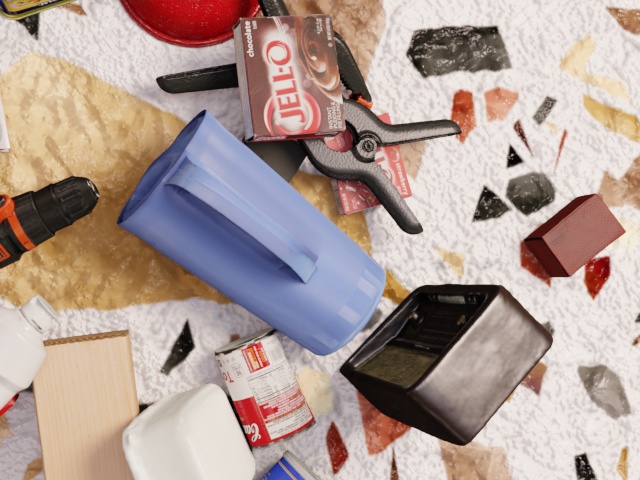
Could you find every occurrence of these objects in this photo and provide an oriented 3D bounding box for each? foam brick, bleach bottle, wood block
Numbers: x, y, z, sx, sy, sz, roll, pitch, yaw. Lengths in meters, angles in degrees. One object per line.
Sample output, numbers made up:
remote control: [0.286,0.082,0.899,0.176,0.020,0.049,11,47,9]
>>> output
foam brick: [0.261,-0.005,1.098,0.078,0.051,0.053,-37,94,-8]
bleach bottle: [-0.336,0.132,0.917,0.251,0.068,0.102,-41,97,-5]
wood block: [-0.212,0.193,1.001,0.090,0.090,0.206,-7,91,-9]

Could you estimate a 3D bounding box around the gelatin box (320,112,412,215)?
gelatin box: [0.045,-0.077,1.076,0.073,0.030,0.089,-16,92,-9]

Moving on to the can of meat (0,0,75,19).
can of meat: [-0.266,-0.254,1.004,0.102,0.084,0.057,-20,92,-9]

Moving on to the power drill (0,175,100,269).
power drill: [-0.312,-0.048,0.951,0.184,0.187,0.057,-27,49,-1]

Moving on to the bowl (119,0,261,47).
bowl: [-0.124,-0.273,1.041,0.162,0.055,0.162,0,88,-9]

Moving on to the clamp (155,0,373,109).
clamp: [-0.045,-0.171,1.039,0.209,0.036,0.164,34,98,-24]

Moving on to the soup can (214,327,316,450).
soup can: [-0.054,0.143,1.037,0.068,0.068,0.102,-22,92,-9]

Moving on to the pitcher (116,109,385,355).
pitcher: [-0.057,0.001,0.993,0.242,0.149,0.145,38,127,-15]

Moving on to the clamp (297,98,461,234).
clamp: [0.053,-0.096,1.043,0.171,0.039,0.120,32,76,-8]

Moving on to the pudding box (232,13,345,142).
pudding box: [-0.030,-0.150,0.989,0.089,0.039,0.113,-7,87,-20]
